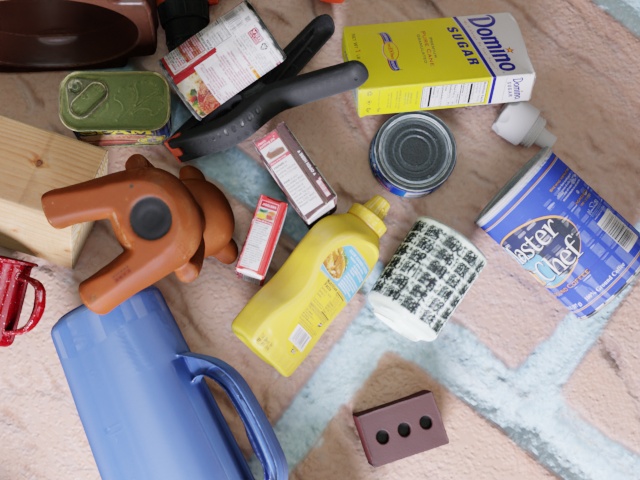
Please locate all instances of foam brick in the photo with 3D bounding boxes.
[{"bbox_3d":[0.076,0.180,1.022,0.078,0.051,0.053,-18,85,-7],"label":"foam brick"}]

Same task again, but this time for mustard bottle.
[{"bbox_3d":[0.002,0.034,1.014,0.058,0.096,0.191,33,78,35],"label":"mustard bottle"}]

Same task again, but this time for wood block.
[{"bbox_3d":[-0.312,-0.061,0.991,0.206,0.090,0.090,19,60,-2],"label":"wood block"}]

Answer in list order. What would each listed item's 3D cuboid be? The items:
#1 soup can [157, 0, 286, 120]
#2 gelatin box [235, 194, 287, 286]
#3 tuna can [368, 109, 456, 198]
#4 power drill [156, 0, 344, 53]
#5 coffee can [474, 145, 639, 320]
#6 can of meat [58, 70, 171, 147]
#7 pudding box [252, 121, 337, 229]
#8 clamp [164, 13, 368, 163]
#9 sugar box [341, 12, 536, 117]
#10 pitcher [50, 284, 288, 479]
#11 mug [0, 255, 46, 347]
[{"bbox_3d":[-0.092,-0.169,0.998,0.102,0.068,0.068,-35,87,3],"label":"soup can"},{"bbox_3d":[-0.057,0.001,1.015,0.030,0.089,0.073,19,81,-1],"label":"gelatin box"},{"bbox_3d":[0.092,-0.086,1.066,0.086,0.034,0.086,1,83,-5],"label":"tuna can"},{"bbox_3d":[-0.072,-0.260,1.057,0.187,0.057,0.184,-9,82,-1],"label":"power drill"},{"bbox_3d":[0.235,-0.007,1.033,0.140,0.103,0.102,43,81,1],"label":"coffee can"},{"bbox_3d":[-0.193,-0.124,1.023,0.102,0.084,0.057,-1,83,-5],"label":"can of meat"},{"bbox_3d":[-0.023,-0.060,1.014,0.039,0.113,0.090,-35,86,-3],"label":"pudding box"},{"bbox_3d":[-0.056,-0.144,1.036,0.210,0.164,0.036,-28,119,11],"label":"clamp"},{"bbox_3d":[0.115,-0.176,1.058,0.176,0.048,0.093,-8,55,-4],"label":"sugar box"},{"bbox_3d":[-0.143,0.163,0.967,0.149,0.145,0.243,-21,82,-22],"label":"pitcher"},{"bbox_3d":[-0.306,0.054,0.985,0.117,0.093,0.081,11,86,17],"label":"mug"}]
